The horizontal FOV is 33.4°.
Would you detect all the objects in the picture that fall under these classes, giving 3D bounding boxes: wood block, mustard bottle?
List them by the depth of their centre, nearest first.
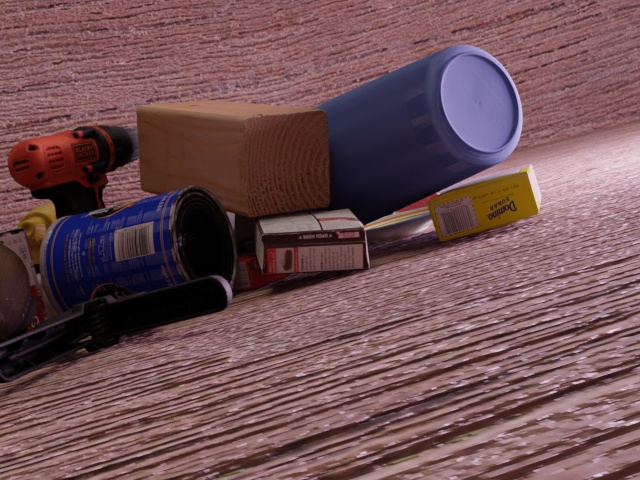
[{"bbox_3d":[-0.087,-0.083,1.018,0.090,0.090,0.206,-10,14,-34],"label":"wood block"},{"bbox_3d":[-0.271,-0.003,1.135,0.096,0.058,0.191,-20,-8,8],"label":"mustard bottle"}]

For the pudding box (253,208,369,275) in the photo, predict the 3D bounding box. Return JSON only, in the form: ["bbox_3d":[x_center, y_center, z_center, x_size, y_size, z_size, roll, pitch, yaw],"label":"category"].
[{"bbox_3d":[-0.010,0.000,0.918,0.090,0.039,0.113,-4,9,-5],"label":"pudding box"}]

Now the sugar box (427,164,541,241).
[{"bbox_3d":[0.160,-0.038,1.012,0.093,0.048,0.176,-16,0,14],"label":"sugar box"}]

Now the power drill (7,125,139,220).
[{"bbox_3d":[-0.219,-0.021,1.059,0.057,0.187,0.184,-13,5,29],"label":"power drill"}]

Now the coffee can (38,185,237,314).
[{"bbox_3d":[-0.158,0.015,0.935,0.140,0.103,0.102,-12,4,25],"label":"coffee can"}]

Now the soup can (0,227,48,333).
[{"bbox_3d":[-0.273,0.046,0.910,0.068,0.102,0.068,-13,4,1],"label":"soup can"}]

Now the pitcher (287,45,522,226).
[{"bbox_3d":[0.075,-0.100,0.997,0.144,0.149,0.243,3,-13,-33],"label":"pitcher"}]

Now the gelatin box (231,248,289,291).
[{"bbox_3d":[-0.074,0.028,0.997,0.089,0.030,0.073,-11,5,38],"label":"gelatin box"}]

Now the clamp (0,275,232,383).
[{"bbox_3d":[-0.168,0.063,0.768,0.164,0.036,0.210,-17,2,-24],"label":"clamp"}]
